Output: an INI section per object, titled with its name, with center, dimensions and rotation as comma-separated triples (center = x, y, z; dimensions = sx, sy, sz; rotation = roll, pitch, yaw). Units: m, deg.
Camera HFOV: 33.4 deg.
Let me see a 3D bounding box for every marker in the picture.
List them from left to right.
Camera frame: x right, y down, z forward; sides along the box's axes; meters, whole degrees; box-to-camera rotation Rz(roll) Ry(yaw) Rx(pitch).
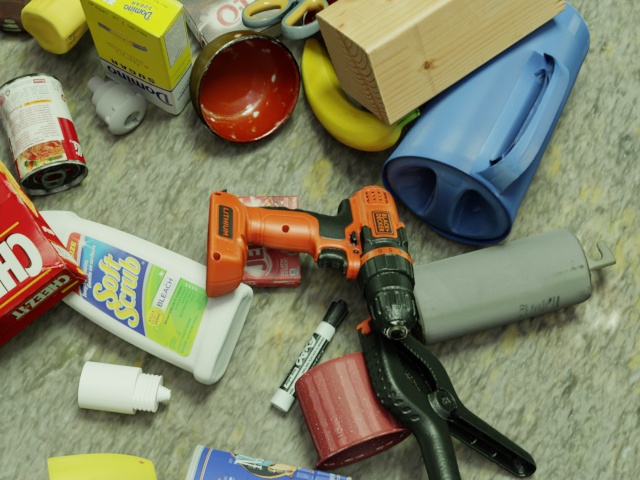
[marker]
center = -0.009, 0.108, 1.022
dimensions = 0.020, 0.020, 0.121
rotation = 30, 75, 7

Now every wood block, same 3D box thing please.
[wood block]
center = 0.113, -0.209, 0.980
dimensions = 0.206, 0.091, 0.090
rotation = -34, 45, -11

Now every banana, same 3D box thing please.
[banana]
center = 0.026, -0.137, 1.058
dimensions = 0.069, 0.037, 0.198
rotation = -51, 45, 4

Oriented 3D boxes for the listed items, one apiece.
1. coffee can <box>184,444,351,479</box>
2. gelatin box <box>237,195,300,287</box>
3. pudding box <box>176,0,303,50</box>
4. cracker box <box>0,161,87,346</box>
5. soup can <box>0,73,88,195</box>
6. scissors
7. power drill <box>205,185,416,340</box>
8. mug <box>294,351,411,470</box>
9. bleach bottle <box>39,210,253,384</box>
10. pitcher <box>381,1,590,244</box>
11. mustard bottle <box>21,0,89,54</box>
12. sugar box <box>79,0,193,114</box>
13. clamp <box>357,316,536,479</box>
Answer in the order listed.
[coffee can]
center = -0.051, 0.244, 0.935
dimensions = 0.140, 0.103, 0.103
rotation = 11, 73, 1
[gelatin box]
center = -0.057, 0.001, 1.047
dimensions = 0.073, 0.030, 0.089
rotation = -1, 73, -2
[pudding box]
center = -0.086, -0.245, 1.117
dimensions = 0.113, 0.039, 0.090
rotation = -30, 76, -11
[cracker box]
center = -0.344, -0.003, 0.970
dimensions = 0.164, 0.072, 0.214
rotation = -38, 76, -3
[soup can]
center = -0.276, -0.105, 1.054
dimensions = 0.068, 0.068, 0.102
rotation = -18, 74, -7
[scissors]
center = -0.017, -0.253, 1.083
dimensions = 0.096, 0.016, 0.201
rotation = 4, 36, 13
[power drill]
center = -0.010, 0.017, 0.965
dimensions = 0.187, 0.057, 0.184
rotation = 3, 39, -9
[mug]
center = 0.035, 0.153, 0.980
dimensions = 0.117, 0.093, 0.081
rotation = -5, 64, -36
[bleach bottle]
center = -0.196, 0.043, 1.012
dimensions = 0.251, 0.068, 0.102
rotation = 21, 90, 10
[pitcher]
center = 0.175, -0.127, 1.030
dimensions = 0.149, 0.145, 0.242
rotation = 19, 65, 27
[mustard bottle]
center = -0.211, -0.270, 1.068
dimensions = 0.058, 0.096, 0.191
rotation = 47, 72, -18
[sugar box]
center = -0.173, -0.189, 1.026
dimensions = 0.093, 0.176, 0.048
rotation = 31, 72, 8
[clamp]
center = 0.098, 0.158, 0.942
dimensions = 0.036, 0.164, 0.210
rotation = -42, 85, 31
